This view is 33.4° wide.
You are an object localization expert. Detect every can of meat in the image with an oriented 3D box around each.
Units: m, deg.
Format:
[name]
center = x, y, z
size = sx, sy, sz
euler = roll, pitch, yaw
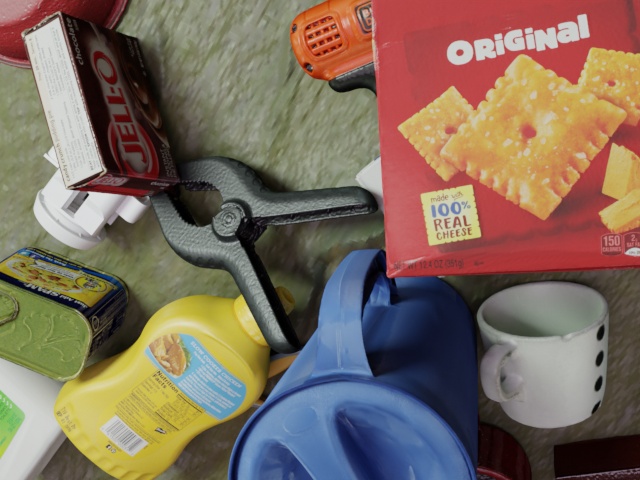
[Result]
[can of meat]
center = -0.201, 0.049, 0.781
size = 0.102, 0.084, 0.057
euler = 21, 110, 5

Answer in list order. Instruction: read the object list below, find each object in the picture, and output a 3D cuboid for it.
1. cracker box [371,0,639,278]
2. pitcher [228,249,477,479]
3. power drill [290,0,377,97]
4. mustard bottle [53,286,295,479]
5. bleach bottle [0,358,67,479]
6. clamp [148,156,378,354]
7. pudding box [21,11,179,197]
[cracker box]
center = 0.113, -0.089, 0.580
size = 0.164, 0.072, 0.214
euler = -2, 94, 10
[pitcher]
center = 0.037, 0.091, 0.661
size = 0.145, 0.242, 0.149
euler = 39, 110, -2
[power drill]
center = 0.091, -0.086, 0.652
size = 0.185, 0.057, 0.187
euler = -20, 90, 19
[mustard bottle]
center = -0.095, 0.094, 0.768
size = 0.192, 0.058, 0.096
euler = -38, 109, 19
[bleach bottle]
center = -0.306, 0.086, 0.827
size = 0.251, 0.068, 0.103
euler = 38, 109, 1
[clamp]
center = -0.055, 0.001, 0.728
size = 0.172, 0.039, 0.120
euler = 18, 77, 28
[pudding box]
center = -0.145, -0.087, 0.710
size = 0.039, 0.090, 0.113
euler = -23, 81, 20
